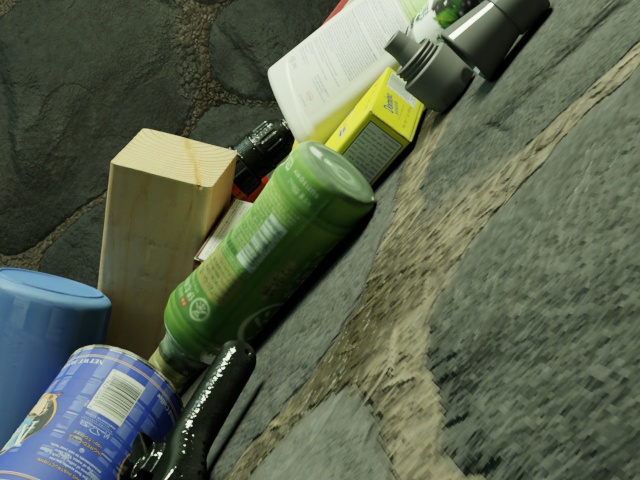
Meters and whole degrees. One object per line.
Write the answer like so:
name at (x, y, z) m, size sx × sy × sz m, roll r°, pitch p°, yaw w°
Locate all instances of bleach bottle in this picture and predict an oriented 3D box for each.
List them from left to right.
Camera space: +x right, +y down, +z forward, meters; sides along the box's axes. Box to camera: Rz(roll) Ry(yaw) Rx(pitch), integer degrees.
bleach bottle at (0.076, -0.175, 0.884) m, size 0.251 × 0.102 × 0.068 m, roll -35°, pitch -29°, yaw 21°

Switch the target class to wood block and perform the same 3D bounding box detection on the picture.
wood block at (-0.140, 0.019, 0.948) m, size 0.090 × 0.090 × 0.206 m, roll -66°, pitch -11°, yaw -63°

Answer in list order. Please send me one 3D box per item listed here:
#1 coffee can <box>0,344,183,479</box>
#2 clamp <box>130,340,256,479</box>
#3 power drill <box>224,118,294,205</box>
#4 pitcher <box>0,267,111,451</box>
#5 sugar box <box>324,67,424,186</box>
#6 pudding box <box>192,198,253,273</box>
coffee can at (-0.175, 0.160, 0.774) m, size 0.103 × 0.102 × 0.140 m, roll -45°, pitch 11°, yaw 42°
clamp at (-0.085, 0.131, 0.635) m, size 0.120 × 0.039 × 0.171 m, roll -54°, pitch 13°, yaw 19°
power drill at (-0.097, -0.053, 1.082) m, size 0.184 × 0.057 × 0.187 m, roll -39°, pitch 0°, yaw 3°
pitcher at (-0.262, 0.149, 0.877) m, size 0.149 × 0.145 × 0.243 m, roll -5°, pitch -70°, yaw -83°
sugar box at (0.010, -0.048, 0.851) m, size 0.176 × 0.048 × 0.093 m, roll -46°, pitch 10°, yaw 30°
pudding box at (-0.079, 0.029, 0.915) m, size 0.113 × 0.039 × 0.090 m, roll -68°, pitch -12°, yaw -59°
